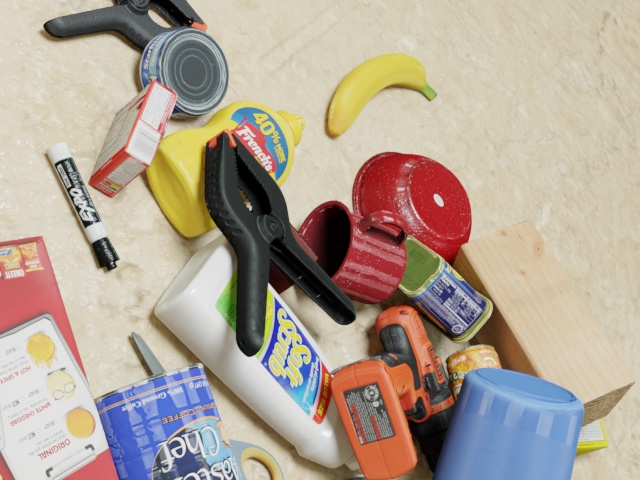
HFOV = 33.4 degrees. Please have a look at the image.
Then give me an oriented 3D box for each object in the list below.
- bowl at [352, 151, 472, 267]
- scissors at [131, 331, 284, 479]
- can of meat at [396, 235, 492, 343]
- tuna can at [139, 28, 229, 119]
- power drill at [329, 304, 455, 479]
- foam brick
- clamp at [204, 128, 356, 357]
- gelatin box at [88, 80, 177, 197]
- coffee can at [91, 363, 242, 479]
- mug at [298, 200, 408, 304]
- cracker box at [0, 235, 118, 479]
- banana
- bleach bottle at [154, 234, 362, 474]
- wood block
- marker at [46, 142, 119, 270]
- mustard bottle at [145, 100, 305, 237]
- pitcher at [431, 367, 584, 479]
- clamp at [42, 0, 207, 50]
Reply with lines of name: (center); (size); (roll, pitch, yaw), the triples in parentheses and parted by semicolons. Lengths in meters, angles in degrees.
bowl: (0.115, -0.034, 1.175); (0.161, 0.055, 0.162); (17, 60, -31)
scissors: (-0.094, 0.163, 0.941); (0.096, 0.016, 0.202); (-14, 78, -43)
can of meat: (0.115, 0.048, 1.096); (0.057, 0.102, 0.083); (-48, 118, -1)
tuna can: (-0.131, -0.162, 1.036); (0.085, 0.034, 0.086); (0, 90, -42)
power drill: (0.080, 0.162, 1.011); (0.184, 0.057, 0.187); (68, 20, 1)
foam brick: (-0.051, 0.010, 1.022); (0.078, 0.053, 0.051); (52, 47, -7)
clamp: (-0.056, 0.001, 0.946); (0.164, 0.036, 0.210); (-23, 85, -58)
gelatin box: (-0.168, -0.092, 0.964); (0.030, 0.073, 0.089); (32, 52, -24)
coffee can: (-0.119, 0.182, 0.852); (0.102, 0.103, 0.140); (-12, 77, -41)
mug: (0.039, 0.009, 1.056); (0.081, 0.117, 0.093); (20, 42, -36)
cracker box: (-0.262, 0.115, 0.793); (0.163, 0.072, 0.214); (-11, 78, -41)
banana: (0.067, -0.175, 1.215); (0.197, 0.037, 0.069); (-26, 86, -43)
bleach bottle: (-0.034, 0.116, 0.981); (0.250, 0.068, 0.102); (47, 44, -15)
wood block: (0.225, 0.095, 1.122); (0.090, 0.091, 0.206); (-19, 62, -18)
marker: (-0.208, -0.029, 0.939); (0.020, 0.020, 0.121); (-22, 84, -43)
mustard bottle: (-0.079, -0.083, 1.040); (0.191, 0.058, 0.096); (-35, 101, -43)
pitcher: (0.156, 0.242, 0.959); (0.144, 0.149, 0.243); (10, 97, -27)
clamp: (-0.190, -0.222, 1.033); (0.171, 0.039, 0.120); (25, 70, -31)
